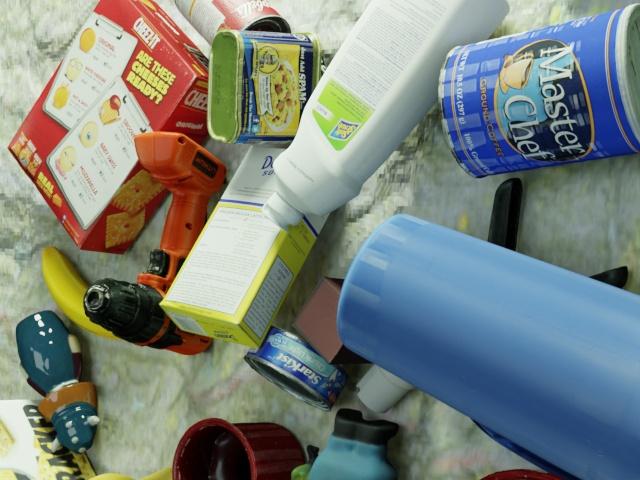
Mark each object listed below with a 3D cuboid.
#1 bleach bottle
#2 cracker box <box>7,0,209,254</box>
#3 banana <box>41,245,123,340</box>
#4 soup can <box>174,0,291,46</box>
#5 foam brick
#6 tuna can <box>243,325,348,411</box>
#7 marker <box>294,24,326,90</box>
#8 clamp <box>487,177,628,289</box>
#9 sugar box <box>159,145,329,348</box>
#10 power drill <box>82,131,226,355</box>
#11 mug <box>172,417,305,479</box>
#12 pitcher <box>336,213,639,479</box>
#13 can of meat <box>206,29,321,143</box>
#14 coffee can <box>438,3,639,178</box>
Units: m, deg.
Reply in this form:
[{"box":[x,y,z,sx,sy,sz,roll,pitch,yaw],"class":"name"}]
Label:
[{"box":[0.036,-0.117,0.859,0.251,0.068,0.103,-51,50,5],"class":"bleach bottle"},{"box":[-0.201,-0.118,1.064,0.214,0.072,0.164,-52,59,18],"class":"cracker box"},{"box":[-0.225,0.059,1.083,0.198,0.037,0.069,16,72,34],"class":"banana"},{"box":[-0.083,-0.208,0.990,0.069,0.068,0.102,-52,58,19],"class":"soup can"},{"box":[0.026,0.066,0.873,0.051,0.078,0.053,43,111,31],"class":"foam brick"},{"box":[-0.020,0.107,0.894,0.086,0.086,0.033,21,71,36],"class":"tuna can"},{"box":[0.001,-0.137,0.951,0.020,0.020,0.121,-27,69,30],"class":"marker"},{"box":[0.150,0.052,0.810,0.120,0.039,0.171,37,110,34],"class":"clamp"},{"box":[-0.056,0.001,0.915,0.093,0.048,0.176,10,58,36],"class":"sugar box"},{"box":[-0.143,0.002,0.950,0.057,0.184,0.187,3,77,20],"class":"power drill"},{"box":[-0.068,0.211,0.920,0.093,0.081,0.117,3,86,36],"class":"mug"},{"box":[0.137,0.080,0.738,0.243,0.144,0.149,24,94,24],"class":"pitcher"},{"box":[-0.050,-0.133,0.932,0.058,0.083,0.102,15,105,54],"class":"can of meat"},{"box":[0.171,-0.105,0.773,0.141,0.102,0.103,-7,80,35],"class":"coffee can"}]
